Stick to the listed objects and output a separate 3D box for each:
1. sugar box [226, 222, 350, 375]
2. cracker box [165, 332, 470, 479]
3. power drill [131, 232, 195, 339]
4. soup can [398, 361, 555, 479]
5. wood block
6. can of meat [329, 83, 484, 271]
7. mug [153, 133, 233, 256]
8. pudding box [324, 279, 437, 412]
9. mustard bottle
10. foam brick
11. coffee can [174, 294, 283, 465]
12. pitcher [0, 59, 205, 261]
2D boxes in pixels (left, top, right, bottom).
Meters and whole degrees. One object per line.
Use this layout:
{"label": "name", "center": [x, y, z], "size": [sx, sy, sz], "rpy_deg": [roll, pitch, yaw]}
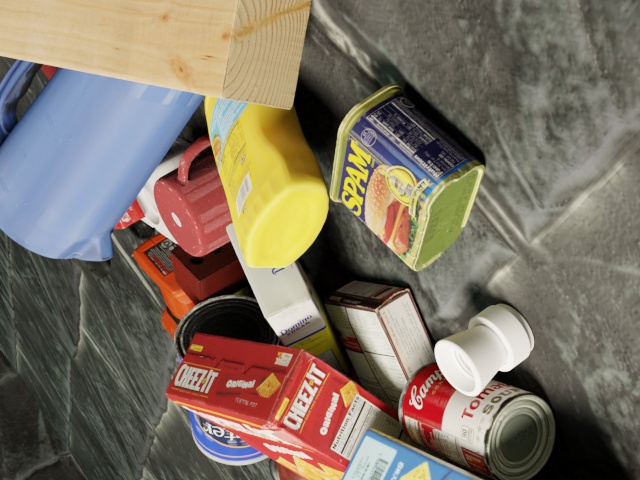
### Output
{"label": "sugar box", "center": [-0.023, 0.053, 0.904], "size": [0.176, 0.048, 0.093], "rpy_deg": [70, 174, -62]}
{"label": "cracker box", "center": [-0.003, 0.163, 0.909], "size": [0.213, 0.072, 0.164], "rpy_deg": [37, 159, -31]}
{"label": "power drill", "center": [-0.140, 0.091, 1.213], "size": [0.185, 0.057, 0.187], "rpy_deg": [41, 155, 37]}
{"label": "soup can", "center": [0.115, 0.134, 0.792], "size": [0.102, 0.068, 0.068], "rpy_deg": [13, 130, 57]}
{"label": "wood block", "center": [-0.122, -0.157, 0.760], "size": [0.206, 0.090, 0.090], "rpy_deg": [14, 97, 28]}
{"label": "can of meat", "center": [0.057, -0.040, 0.718], "size": [0.084, 0.057, 0.102], "rpy_deg": [44, 153, 22]}
{"label": "mug", "center": [-0.099, -0.046, 0.971], "size": [0.093, 0.081, 0.117], "rpy_deg": [41, 150, 33]}
{"label": "pudding box", "center": [0.057, 0.092, 0.887], "size": [0.090, 0.039, 0.113], "rpy_deg": [4, 124, 61]}
{"label": "mustard bottle", "center": [-0.050, -0.078, 0.825], "size": [0.096, 0.058, 0.192], "rpy_deg": [116, 144, -44]}
{"label": "foam brick", "center": [-0.102, 0.023, 1.059], "size": [0.053, 0.078, 0.051], "rpy_deg": [43, 153, 31]}
{"label": "coffee can", "center": [-0.084, 0.138, 1.047], "size": [0.103, 0.102, 0.140], "rpy_deg": [40, 148, 36]}
{"label": "pitcher", "center": [-0.199, -0.109, 0.943], "size": [0.243, 0.149, 0.145], "rpy_deg": [-45, 32, 36]}
